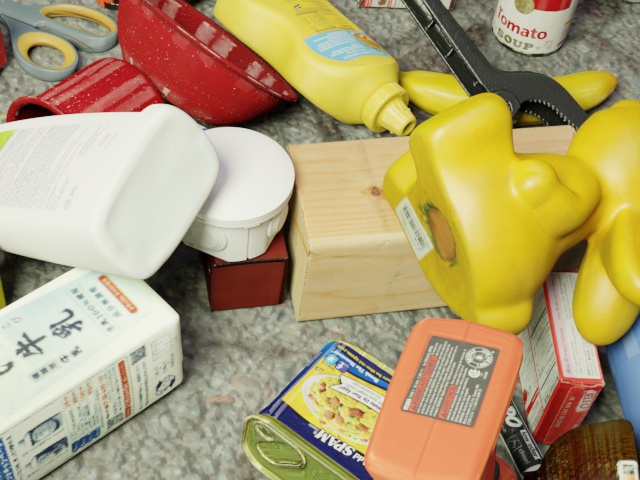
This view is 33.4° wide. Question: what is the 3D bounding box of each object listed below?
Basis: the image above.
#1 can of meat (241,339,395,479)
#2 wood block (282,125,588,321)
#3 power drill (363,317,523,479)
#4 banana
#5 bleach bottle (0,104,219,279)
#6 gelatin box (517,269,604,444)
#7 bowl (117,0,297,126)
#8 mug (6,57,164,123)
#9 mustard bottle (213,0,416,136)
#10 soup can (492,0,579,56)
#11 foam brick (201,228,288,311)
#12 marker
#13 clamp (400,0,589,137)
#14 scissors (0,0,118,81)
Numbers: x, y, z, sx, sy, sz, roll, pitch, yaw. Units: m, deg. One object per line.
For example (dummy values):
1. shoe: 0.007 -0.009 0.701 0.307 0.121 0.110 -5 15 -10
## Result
1. can of meat: 0.018 0.118 0.643 0.102 0.057 0.083 33 52 20
2. wood block: 0.081 -0.014 0.739 0.206 0.090 0.091 -5 52 -11
3. power drill: 0.060 0.147 0.541 0.057 0.188 0.184 10 45 17
4. banana: 0.151 -0.122 0.871 0.197 0.037 0.069 4 52 -4
5. bleach bottle: -0.184 -0.040 0.686 0.251 0.068 0.102 9 61 41
6. gelatin box: 0.151 0.075 0.683 0.030 0.073 0.089 3 50 -6
7. bowl: -0.097 -0.135 0.810 0.162 0.055 0.162 36 11 -9
8. mug: -0.171 -0.079 0.773 0.117 0.093 0.081 0 32 43
9. mustard bottle: 0.006 -0.147 0.858 0.096 0.058 0.192 -15 51 -47
10. soup can: 0.190 -0.217 0.913 0.068 0.102 0.068 4 50 -4
11. foam brick: -0.055 0.001 0.734 0.051 0.053 0.078 -5 51 -11
12. marker: 0.117 0.109 0.686 0.020 0.020 0.121 -12 53 -16
13. clamp: 0.129 -0.106 0.815 0.209 0.036 0.164 13 74 -14
14. scissors: -0.269 -0.179 0.882 0.202 0.016 0.096 12 50 3
